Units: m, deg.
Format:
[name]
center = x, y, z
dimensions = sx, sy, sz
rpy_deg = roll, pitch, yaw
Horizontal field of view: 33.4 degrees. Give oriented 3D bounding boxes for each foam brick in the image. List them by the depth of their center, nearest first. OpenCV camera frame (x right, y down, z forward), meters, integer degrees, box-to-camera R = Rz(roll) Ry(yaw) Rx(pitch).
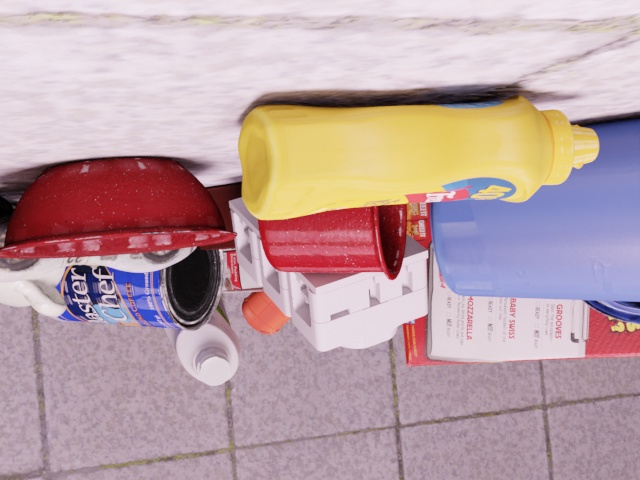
[foam brick]
center = -0.058, -0.021, 0.902
dimensions = 0.078, 0.053, 0.051
rpy_deg = -7, 177, 27

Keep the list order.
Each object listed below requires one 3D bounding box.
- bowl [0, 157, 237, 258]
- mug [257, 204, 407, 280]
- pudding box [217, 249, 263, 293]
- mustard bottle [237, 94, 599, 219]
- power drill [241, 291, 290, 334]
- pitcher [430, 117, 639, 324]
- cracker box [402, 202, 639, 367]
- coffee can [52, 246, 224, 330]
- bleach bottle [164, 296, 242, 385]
[bowl]
center = -0.138, -0.022, 0.718
dimensions = 0.162, 0.055, 0.162
rpy_deg = -5, 177, 0
[mug]
center = 0.005, -0.026, 0.693
dimensions = 0.082, 0.093, 0.117
rpy_deg = -1, 147, 16
[pudding box]
center = -0.056, 0.001, 0.976
dimensions = 0.114, 0.090, 0.039
rpy_deg = -7, 175, 39
[mustard bottle]
center = 0.057, -0.046, 0.564
dimensions = 0.191, 0.058, 0.096
rpy_deg = -5, 177, -14
[power drill]
center = 0.012, 0.007, 1.070
dimensions = 0.185, 0.057, 0.187
rpy_deg = -44, 175, 16
[pitcher]
center = 0.204, -0.011, 0.713
dimensions = 0.243, 0.149, 0.144
rpy_deg = -3, 178, 21
[cracker box]
center = 0.169, 0.012, 0.843
dimensions = 0.214, 0.164, 0.072
rpy_deg = -6, 179, 23
[coffee can]
center = -0.172, 0.026, 0.958
dimensions = 0.140, 0.103, 0.102
rpy_deg = 2, 180, 25
[bleach bottle]
center = -0.130, 0.065, 1.049
dimensions = 0.068, 0.102, 0.251
rpy_deg = -38, -154, 1
